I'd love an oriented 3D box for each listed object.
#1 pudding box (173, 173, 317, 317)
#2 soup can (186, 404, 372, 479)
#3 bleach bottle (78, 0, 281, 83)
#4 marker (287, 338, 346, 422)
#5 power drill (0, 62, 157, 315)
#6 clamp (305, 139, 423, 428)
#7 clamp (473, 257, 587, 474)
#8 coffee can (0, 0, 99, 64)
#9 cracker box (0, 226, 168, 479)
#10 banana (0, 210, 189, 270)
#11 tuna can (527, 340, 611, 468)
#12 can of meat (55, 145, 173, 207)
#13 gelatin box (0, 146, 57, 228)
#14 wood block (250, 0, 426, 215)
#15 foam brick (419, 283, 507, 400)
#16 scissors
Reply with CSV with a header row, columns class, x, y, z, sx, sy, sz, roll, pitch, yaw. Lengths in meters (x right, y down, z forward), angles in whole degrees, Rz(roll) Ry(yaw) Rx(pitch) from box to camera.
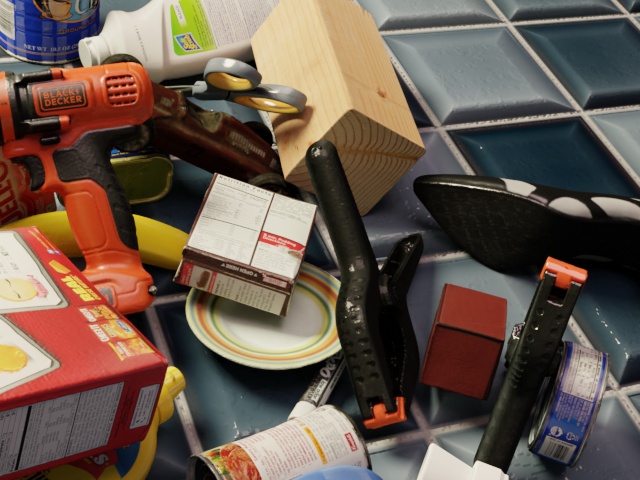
class,x,y,z,sx,sy,sz,roll,pitch,yaw
pudding box,-0.055,0.001,0.827,0.090,0.039,0.113,17,33,-2
soup can,-0.026,0.153,0.687,0.102,0.069,0.069,-17,50,-29
bleach bottle,-0.117,-0.216,1.041,0.250,0.068,0.102,-20,88,-28
marker,0.008,0.095,0.791,0.020,0.020,0.121,23,44,11
power drill,-0.200,-0.030,0.765,0.184,0.187,0.057,-10,2,-13
clamp,0.036,0.035,0.794,0.036,0.164,0.210,-21,45,25
clamp,0.149,0.074,0.745,0.039,0.172,0.120,18,35,3
coffee can,-0.259,-0.253,1.009,0.102,0.140,0.103,6,43,-6
cracker box,-0.222,0.069,0.604,0.213,0.072,0.164,-10,37,-43
banana,-0.184,0.007,0.832,0.197,0.037,0.069,-8,65,-18
tuna can,0.176,0.116,0.759,0.034,0.086,0.086,19,43,9
can of meat,-0.182,-0.075,0.900,0.102,0.057,0.084,-9,48,-22
gelatin box,-0.247,-0.047,0.831,0.030,0.089,0.073,30,45,32
wood block,0.011,-0.135,0.962,0.090,0.090,0.206,24,34,-33
foam brick,0.107,0.074,0.795,0.051,0.053,0.078,14,21,6
scissors,-0.105,-0.136,0.920,0.202,0.096,0.016,12,78,31
